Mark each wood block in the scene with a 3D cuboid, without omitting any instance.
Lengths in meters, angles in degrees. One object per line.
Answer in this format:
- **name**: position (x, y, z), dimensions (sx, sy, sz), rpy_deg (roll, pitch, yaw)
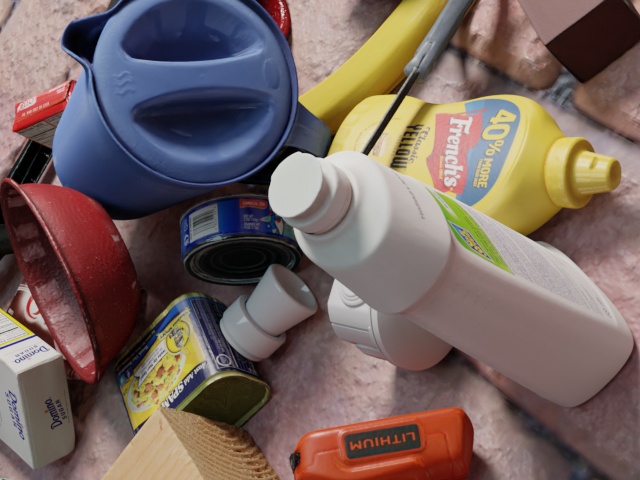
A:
- **wood block**: position (-0.118, 0.221, 0.701), dimensions (0.206, 0.090, 0.091), rpy_deg (-51, 49, 11)

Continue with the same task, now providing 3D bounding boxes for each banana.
- **banana**: position (0.023, -0.120, 0.763), dimensions (0.198, 0.037, 0.069), rpy_deg (-34, 53, 25)

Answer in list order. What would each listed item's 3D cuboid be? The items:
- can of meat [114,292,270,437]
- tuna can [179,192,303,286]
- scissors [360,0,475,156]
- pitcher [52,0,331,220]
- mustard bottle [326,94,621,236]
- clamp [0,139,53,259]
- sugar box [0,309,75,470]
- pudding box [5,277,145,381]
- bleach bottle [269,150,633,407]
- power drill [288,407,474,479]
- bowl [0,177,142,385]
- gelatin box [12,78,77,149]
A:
- **can of meat**: position (-0.095, 0.100, 0.756), dimensions (0.102, 0.057, 0.084), rpy_deg (-44, 48, 17)
- **tuna can**: position (-0.055, 0.001, 0.744), dimensions (0.086, 0.086, 0.034), rpy_deg (-22, 60, 32)
- **scissors**: position (0.072, -0.125, 0.660), dimensions (0.201, 0.016, 0.096), rpy_deg (-57, -3, -36)
- **pitcher**: position (-0.109, -0.079, 0.758), dimensions (0.149, 0.144, 0.243), rpy_deg (63, 157, -4)
- **mustard bottle**: position (0.092, -0.044, 0.656), dimensions (0.192, 0.058, 0.096), rpy_deg (6, 63, 41)
- **clamp**: position (-0.296, -0.017, 0.978), dimensions (0.210, 0.036, 0.164), rpy_deg (-36, 36, 36)
- **sugar box**: position (-0.266, 0.107, 0.880), dimensions (0.176, 0.048, 0.093), rpy_deg (23, 125, 41)
- **pudding box**: position (-0.205, 0.054, 0.880), dimensions (0.114, 0.039, 0.090), rpy_deg (28, 91, 43)
- **bleach bottle**: position (0.062, 0.012, 0.527), dimensions (0.068, 0.250, 0.103), rpy_deg (-49, 48, 13)
- **power drill**: position (0.061, 0.183, 0.559), dimensions (0.184, 0.057, 0.187), rpy_deg (-9, 51, 1)
- **bowl**: position (-0.175, 0.021, 0.778), dimensions (0.055, 0.162, 0.162), rpy_deg (-24, 43, -24)
- **gelatin box**: position (-0.204, -0.099, 0.911), dimensions (0.073, 0.089, 0.030), rpy_deg (-15, 63, 35)
